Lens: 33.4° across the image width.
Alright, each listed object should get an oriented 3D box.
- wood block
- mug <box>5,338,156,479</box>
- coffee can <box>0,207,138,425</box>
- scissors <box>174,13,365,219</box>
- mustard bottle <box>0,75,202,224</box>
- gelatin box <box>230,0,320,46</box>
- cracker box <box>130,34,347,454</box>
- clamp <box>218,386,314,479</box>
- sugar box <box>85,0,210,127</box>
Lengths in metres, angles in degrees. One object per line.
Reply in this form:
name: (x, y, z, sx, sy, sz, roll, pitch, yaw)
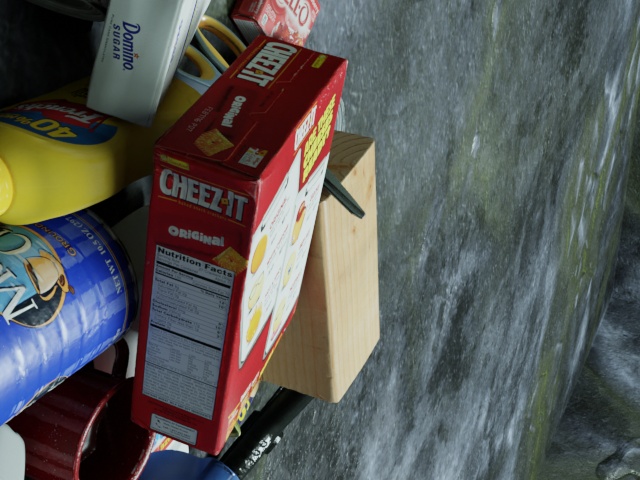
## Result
wood block: (-0.012, 0.019, 0.851, 0.090, 0.091, 0.206, -52, 149, -43)
mug: (-0.164, 0.113, 0.715, 0.093, 0.082, 0.117, 13, 92, -67)
coffee can: (-0.185, 0.046, 0.600, 0.140, 0.103, 0.103, -39, 138, -55)
scissors: (-0.053, -0.088, 0.750, 0.096, 0.202, 0.016, -9, 147, -42)
mustard bottle: (-0.152, -0.053, 0.622, 0.191, 0.096, 0.058, -37, 140, -55)
gelatin box: (-0.036, -0.191, 0.888, 0.073, 0.030, 0.089, -68, 157, -16)
cracker box: (-0.054, 0.001, 0.678, 0.164, 0.072, 0.214, -61, 165, -53)
clamp: (-0.050, 0.173, 0.983, 0.210, 0.036, 0.165, -49, 179, -11)
sugar box: (-0.095, -0.151, 0.654, 0.176, 0.048, 0.093, -77, -172, -58)
